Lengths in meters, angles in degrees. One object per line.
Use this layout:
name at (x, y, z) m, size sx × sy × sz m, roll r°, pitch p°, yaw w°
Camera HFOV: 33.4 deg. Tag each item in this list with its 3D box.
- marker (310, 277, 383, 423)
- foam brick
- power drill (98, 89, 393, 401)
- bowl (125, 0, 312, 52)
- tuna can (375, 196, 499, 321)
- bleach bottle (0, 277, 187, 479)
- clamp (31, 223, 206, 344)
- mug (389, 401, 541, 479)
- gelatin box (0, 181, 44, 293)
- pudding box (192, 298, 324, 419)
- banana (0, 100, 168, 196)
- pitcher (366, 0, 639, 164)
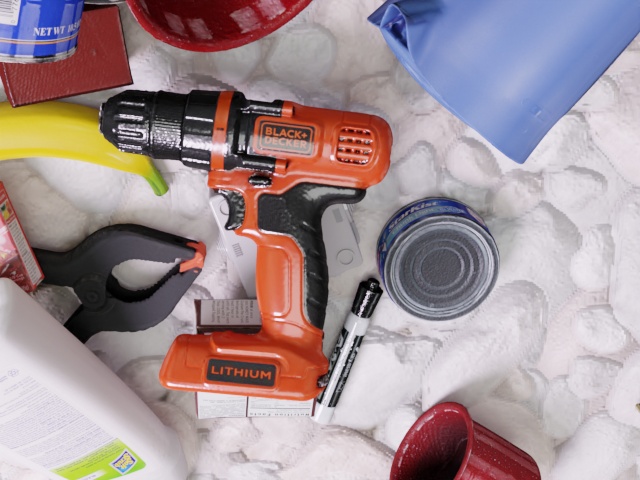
marker at (0.019, 0.082, 0.794) m, size 0.020 × 0.020 × 0.121 m, roll 16°, pitch 110°, yaw -12°
foam brick at (-0.163, -0.119, 0.666) m, size 0.078 × 0.053 × 0.051 m, roll -14°, pitch 115°, yaw -17°
power drill at (-0.054, 0.001, 0.669) m, size 0.184 × 0.057 × 0.188 m, roll 7°, pitch 93°, yaw 1°
bowl at (-0.056, -0.193, 0.629) m, size 0.162 × 0.055 × 0.162 m, roll -26°, pitch 146°, yaw -20°
tuna can at (0.084, 0.015, 0.763) m, size 0.086 × 0.034 × 0.086 m, roll -2°, pitch 113°, yaw -4°
bleach bottle at (-0.177, 0.130, 0.746) m, size 0.103 × 0.068 × 0.250 m, roll -23°, pitch 134°, yaw 14°
clamp at (-0.161, 0.044, 0.752) m, size 0.171 × 0.039 × 0.120 m, roll -8°, pitch 115°, yaw 4°
mug at (0.105, 0.186, 0.815) m, size 0.081 × 0.093 × 0.117 m, roll 32°, pitch 137°, yaw -22°
gelatin box at (-0.240, 0.009, 0.706) m, size 0.089 × 0.030 × 0.073 m, roll -17°, pitch 107°, yaw 8°
pudding box at (-0.045, 0.086, 0.756) m, size 0.090 × 0.039 × 0.113 m, roll -1°, pitch 144°, yaw -6°
banana at (-0.200, -0.059, 0.706) m, size 0.197 × 0.037 × 0.070 m, roll 1°, pitch 112°, yaw -6°
pitcher at (0.159, -0.170, 0.644) m, size 0.145 × 0.149 × 0.243 m, roll 42°, pitch 105°, yaw -7°
